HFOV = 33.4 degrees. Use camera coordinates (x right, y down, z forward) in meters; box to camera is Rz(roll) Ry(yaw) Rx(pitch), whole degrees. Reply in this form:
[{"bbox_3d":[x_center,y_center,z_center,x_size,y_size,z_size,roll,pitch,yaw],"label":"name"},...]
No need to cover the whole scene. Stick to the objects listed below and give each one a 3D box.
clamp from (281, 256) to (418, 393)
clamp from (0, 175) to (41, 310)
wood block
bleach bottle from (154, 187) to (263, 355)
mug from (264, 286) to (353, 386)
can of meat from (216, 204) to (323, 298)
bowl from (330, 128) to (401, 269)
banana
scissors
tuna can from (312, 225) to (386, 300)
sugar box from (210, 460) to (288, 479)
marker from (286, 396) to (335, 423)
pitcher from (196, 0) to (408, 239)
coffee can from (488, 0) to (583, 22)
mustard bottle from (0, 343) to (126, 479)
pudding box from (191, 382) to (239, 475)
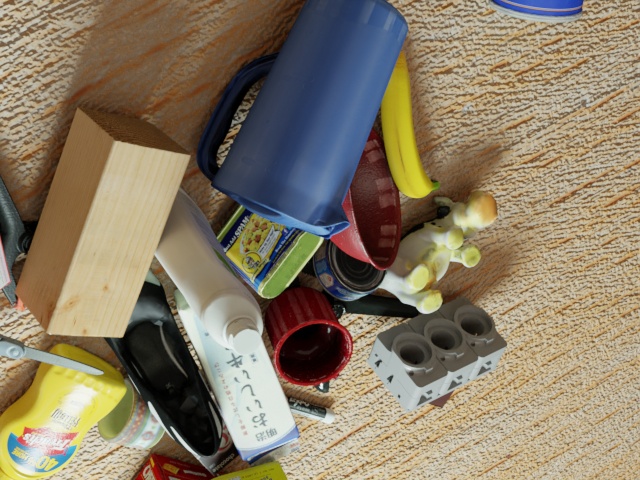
[{"bbox_3d":[0.022,0.078,1.301,0.164,0.036,0.210,-35,127,-4],"label":"clamp"},{"bbox_3d":[-0.306,-0.011,1.091,0.120,0.039,0.171,14,107,-31],"label":"clamp"},{"bbox_3d":[-0.218,-0.015,1.063,0.090,0.091,0.206,8,111,-43],"label":"wood block"},{"bbox_3d":[-0.120,0.030,1.071,0.068,0.251,0.102,-41,127,0],"label":"bleach bottle"},{"bbox_3d":[-0.012,0.114,1.236,0.093,0.081,0.117,-34,125,5],"label":"mug"},{"bbox_3d":[-0.058,0.001,1.179,0.102,0.084,0.057,-52,154,9],"label":"can of meat"},{"bbox_3d":[0.039,-0.045,1.193,0.055,0.162,0.162,-6,130,23],"label":"bowl"},{"bbox_3d":[0.095,-0.118,1.217,0.037,0.069,0.198,-1,130,22],"label":"banana"},{"bbox_3d":[-0.342,0.126,1.137,0.201,0.016,0.096,33,111,-19],"label":"scissors"},{"bbox_3d":[0.035,0.025,1.248,0.086,0.034,0.086,11,68,-30],"label":"tuna can"},{"bbox_3d":[-0.096,0.342,1.280,0.093,0.048,0.176,-11,135,-23],"label":"sugar box"},{"bbox_3d":[-0.033,0.212,1.364,0.120,0.020,0.020,22,106,-34],"label":"marker"},{"bbox_3d":[-0.014,-0.136,1.086,0.149,0.145,0.243,25,87,-20],"label":"pitcher"},{"bbox_3d":[0.241,-0.315,1.137,0.102,0.103,0.140,-7,120,-22],"label":"coffee can"},{"bbox_3d":[-0.311,0.212,1.206,0.096,0.058,0.192,33,101,-34],"label":"mustard bottle"},{"bbox_3d":[-0.117,0.216,1.299,0.113,0.039,0.090,-39,108,1],"label":"pudding box"}]
